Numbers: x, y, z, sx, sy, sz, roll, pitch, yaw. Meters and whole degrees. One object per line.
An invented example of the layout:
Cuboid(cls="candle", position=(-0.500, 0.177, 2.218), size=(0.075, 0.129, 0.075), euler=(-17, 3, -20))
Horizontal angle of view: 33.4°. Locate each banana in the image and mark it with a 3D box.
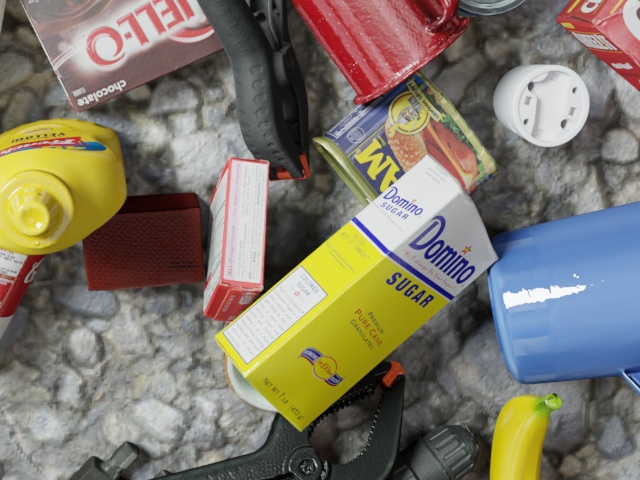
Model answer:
Cuboid(cls="banana", position=(0.143, 0.191, 0.766), size=(0.037, 0.069, 0.198), euler=(0, 105, -1))

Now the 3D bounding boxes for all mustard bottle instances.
Cuboid(cls="mustard bottle", position=(-0.162, -0.031, 0.620), size=(0.096, 0.192, 0.058), euler=(-9, 105, -9))

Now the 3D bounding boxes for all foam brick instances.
Cuboid(cls="foam brick", position=(-0.118, 0.000, 0.710), size=(0.078, 0.051, 0.053), euler=(-4, 105, -10))

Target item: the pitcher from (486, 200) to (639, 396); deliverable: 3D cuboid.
Cuboid(cls="pitcher", position=(0.241, 0.038, 0.713), size=(0.243, 0.149, 0.145), euler=(-11, 114, 15))

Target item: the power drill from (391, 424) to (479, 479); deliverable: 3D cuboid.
Cuboid(cls="power drill", position=(0.071, 0.251, 0.807), size=(0.184, 0.057, 0.187), euler=(-32, 106, -5))

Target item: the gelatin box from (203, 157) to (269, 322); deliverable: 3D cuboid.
Cuboid(cls="gelatin box", position=(-0.055, 0.001, 0.694), size=(0.030, 0.073, 0.089), euler=(6, 68, -13))

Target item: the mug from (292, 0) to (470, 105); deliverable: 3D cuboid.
Cuboid(cls="mug", position=(0.041, -0.148, 0.677), size=(0.093, 0.117, 0.081), euler=(-43, 104, -24))

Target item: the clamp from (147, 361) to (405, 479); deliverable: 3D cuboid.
Cuboid(cls="clamp", position=(-0.020, 0.161, 0.752), size=(0.164, 0.036, 0.209), euler=(33, 71, 11))

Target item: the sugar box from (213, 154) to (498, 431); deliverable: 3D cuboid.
Cuboid(cls="sugar box", position=(0.027, 0.036, 0.678), size=(0.176, 0.048, 0.093), euler=(-39, 142, -2))

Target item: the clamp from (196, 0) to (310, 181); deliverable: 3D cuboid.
Cuboid(cls="clamp", position=(-0.040, -0.113, 0.672), size=(0.039, 0.120, 0.171), euler=(-3, 109, 26))

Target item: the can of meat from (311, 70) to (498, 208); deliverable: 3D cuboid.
Cuboid(cls="can of meat", position=(0.059, -0.056, 0.730), size=(0.084, 0.057, 0.102), euler=(-41, 108, -3))

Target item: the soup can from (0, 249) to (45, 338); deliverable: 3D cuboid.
Cuboid(cls="soup can", position=(-0.227, 0.032, 0.688), size=(0.068, 0.068, 0.102), euler=(27, 97, -16))

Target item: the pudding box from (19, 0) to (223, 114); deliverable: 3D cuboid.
Cuboid(cls="pudding box", position=(-0.125, -0.145, 0.680), size=(0.113, 0.039, 0.090), euler=(-25, 107, -4))
